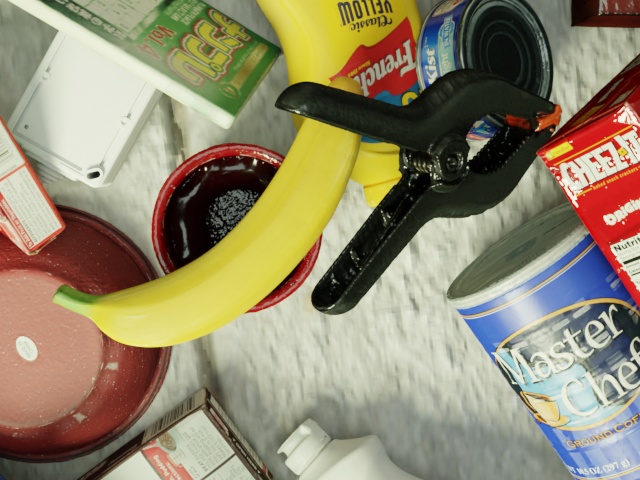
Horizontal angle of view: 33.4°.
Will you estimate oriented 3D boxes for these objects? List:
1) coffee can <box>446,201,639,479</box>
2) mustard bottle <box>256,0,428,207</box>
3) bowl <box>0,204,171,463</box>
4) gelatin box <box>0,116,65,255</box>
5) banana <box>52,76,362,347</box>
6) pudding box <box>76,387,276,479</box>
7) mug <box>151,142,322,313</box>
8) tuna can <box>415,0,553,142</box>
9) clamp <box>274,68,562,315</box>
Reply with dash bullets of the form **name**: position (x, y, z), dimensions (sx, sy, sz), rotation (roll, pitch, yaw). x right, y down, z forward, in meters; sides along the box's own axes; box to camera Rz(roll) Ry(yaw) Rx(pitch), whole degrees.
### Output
- **coffee can**: position (0.154, 0.060, 0.621), dimensions (0.103, 0.103, 0.140), rotation (-35, 96, 0)
- **mustard bottle**: position (0.025, -0.097, 0.623), dimensions (0.096, 0.058, 0.191), rotation (-19, 97, -23)
- **bowl**: position (-0.170, 0.059, 0.628), dimensions (0.162, 0.055, 0.162), rotation (0, 95, -4)
- **gelatin box**: position (-0.186, -0.042, 0.591), dimensions (0.030, 0.073, 0.089), rotation (-39, 132, -21)
- **banana**: position (-0.044, -0.002, 0.555), dimensions (0.198, 0.037, 0.069), rotation (-37, 97, 0)
- **pudding box**: position (-0.088, 0.160, 0.648), dimensions (0.113, 0.039, 0.090), rotation (-36, 98, 3)
- **mug**: position (-0.054, 0.001, 0.616), dimensions (0.093, 0.081, 0.117), rotation (35, 92, -5)
- **tuna can**: position (0.097, -0.102, 0.617), dimensions (0.085, 0.034, 0.086), rotation (5, 82, -40)
- **clamp**: position (0.054, -0.032, 0.553), dimensions (0.171, 0.039, 0.120), rotation (-13, 118, -28)
